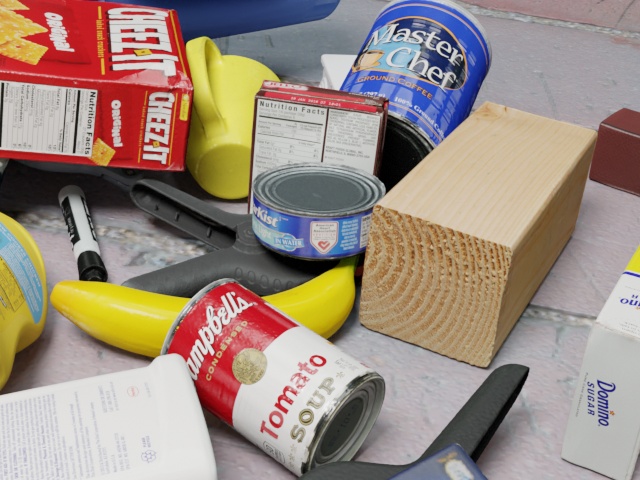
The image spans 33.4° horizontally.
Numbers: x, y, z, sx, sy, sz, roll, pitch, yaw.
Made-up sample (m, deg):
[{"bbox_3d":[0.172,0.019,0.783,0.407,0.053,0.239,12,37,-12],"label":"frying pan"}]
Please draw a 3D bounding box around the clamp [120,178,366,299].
[{"bbox_3d":[-0.055,0.001,0.719,0.171,0.039,0.120,1,48,-16],"label":"clamp"}]

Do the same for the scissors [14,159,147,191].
[{"bbox_3d":[-0.143,-0.060,0.791,0.201,0.016,0.096,19,40,-4],"label":"scissors"}]

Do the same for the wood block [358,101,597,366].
[{"bbox_3d":[0.112,-0.013,0.726,0.091,0.090,0.205,18,31,20],"label":"wood block"}]

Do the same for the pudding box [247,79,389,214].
[{"bbox_3d":[-0.004,-0.051,0.749,0.090,0.113,0.039,10,27,6],"label":"pudding box"}]

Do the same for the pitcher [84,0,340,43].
[{"bbox_3d":[-0.098,-0.235,0.922,0.242,0.145,0.149,-13,54,-27],"label":"pitcher"}]

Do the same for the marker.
[{"bbox_3d":[-0.164,-0.003,0.735,0.020,0.020,0.121,-5,31,-18],"label":"marker"}]

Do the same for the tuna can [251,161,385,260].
[{"bbox_3d":[-0.002,-0.020,0.688,0.086,0.034,0.086,2,26,-1],"label":"tuna can"}]

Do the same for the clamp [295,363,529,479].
[{"bbox_3d":[0.049,0.131,0.511,0.209,0.036,0.164,-6,39,-14],"label":"clamp"}]

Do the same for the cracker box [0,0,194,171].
[{"bbox_3d":[-0.203,-0.122,0.753,0.213,0.072,0.164,3,30,-14],"label":"cracker box"}]

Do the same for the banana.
[{"bbox_3d":[-0.059,0.044,0.645,0.197,0.037,0.070,-6,41,-20],"label":"banana"}]

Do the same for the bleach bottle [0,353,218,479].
[{"bbox_3d":[-0.177,0.115,0.484,0.250,0.068,0.103,-6,31,-15],"label":"bleach bottle"}]

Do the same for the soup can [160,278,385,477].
[{"bbox_3d":[-0.025,0.074,0.564,0.102,0.068,0.068,31,38,26],"label":"soup can"}]

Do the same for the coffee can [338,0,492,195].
[{"bbox_3d":[0.066,-0.109,0.831,0.103,0.103,0.140,14,52,15],"label":"coffee can"}]

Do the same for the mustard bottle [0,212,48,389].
[{"bbox_3d":[-0.196,0.025,0.598,0.058,0.096,0.191,-32,11,6],"label":"mustard bottle"}]
